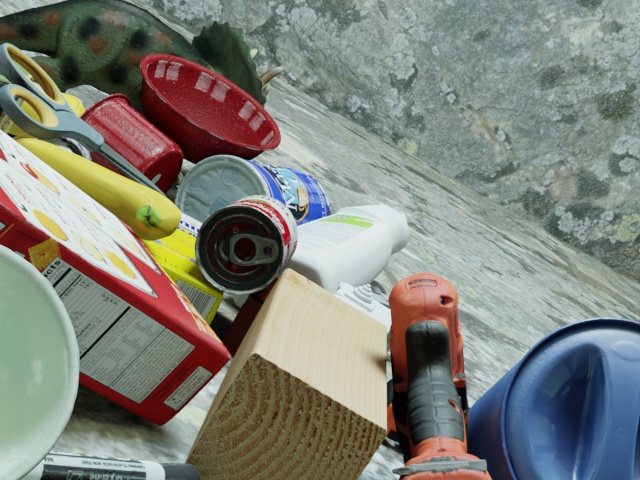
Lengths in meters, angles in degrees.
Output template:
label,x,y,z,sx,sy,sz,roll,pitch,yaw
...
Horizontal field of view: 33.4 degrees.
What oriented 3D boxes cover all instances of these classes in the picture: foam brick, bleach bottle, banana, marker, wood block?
label,x,y,z,sx,sy,sz,roll,pitch,yaw
foam brick,-0.038,0.068,0.853,0.051,0.053,0.078,32,12,5
bleach bottle,0.023,0.011,1.011,0.103,0.068,0.250,13,20,28
banana,-0.162,-0.038,0.805,0.198,0.037,0.069,22,-19,42
marker,-0.110,0.121,0.552,0.120,0.020,0.020,18,18,-45
wood block,-0.016,0.099,0.697,0.091,0.090,0.206,30,12,-3

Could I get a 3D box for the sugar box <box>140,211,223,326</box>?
label,x,y,z,sx,sy,sz,roll,pitch,yaw
sugar box,-0.126,0.014,0.880,0.093,0.048,0.176,29,14,-11

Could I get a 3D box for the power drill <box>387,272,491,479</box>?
label,x,y,z,sx,sy,sz,roll,pitch,yaw
power drill,0.072,0.140,0.671,0.057,0.184,0.187,-7,29,3

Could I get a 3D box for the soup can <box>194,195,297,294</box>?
label,x,y,z,sx,sy,sz,roll,pitch,yaw
soup can,-0.056,0.001,0.841,0.068,0.068,0.102,31,9,1

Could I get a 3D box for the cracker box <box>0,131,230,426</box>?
label,x,y,z,sx,sy,sz,roll,pitch,yaw
cracker box,-0.170,0.005,0.626,0.213,0.072,0.164,41,3,-46

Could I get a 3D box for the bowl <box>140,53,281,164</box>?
label,x,y,z,sx,sy,sz,roll,pitch,yaw
bowl,-0.122,-0.122,1.083,0.162,0.055,0.162,29,24,-14

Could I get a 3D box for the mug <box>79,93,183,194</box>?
label,x,y,z,sx,sy,sz,roll,pitch,yaw
mug,-0.182,-0.078,1.025,0.081,0.093,0.117,39,7,14

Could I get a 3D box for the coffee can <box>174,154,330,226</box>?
label,x,y,z,sx,sy,sz,roll,pitch,yaw
coffee can,-0.064,-0.027,1.054,0.103,0.103,0.140,35,13,21

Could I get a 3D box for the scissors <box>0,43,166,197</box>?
label,x,y,z,sx,sy,sz,roll,pitch,yaw
scissors,-0.201,-0.081,0.896,0.201,0.016,0.096,48,20,-26

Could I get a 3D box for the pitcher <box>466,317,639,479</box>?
label,x,y,z,sx,sy,sz,roll,pitch,yaw
pitcher,0.171,0.129,0.720,0.149,0.145,0.243,-6,-13,-4
